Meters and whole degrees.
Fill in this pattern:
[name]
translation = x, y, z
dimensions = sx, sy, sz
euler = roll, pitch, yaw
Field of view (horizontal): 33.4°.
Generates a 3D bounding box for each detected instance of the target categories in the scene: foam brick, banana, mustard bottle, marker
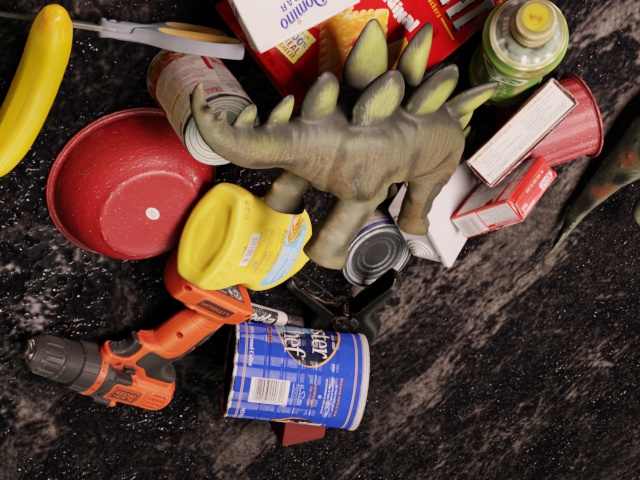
[foam brick]
translation = -0.031, 0.184, 1.203
dimensions = 0.052, 0.078, 0.051
euler = -9, 130, -24
[banana]
translation = -0.233, -0.115, 0.853
dimensions = 0.037, 0.069, 0.198
euler = 25, 123, -14
[mustard bottle]
translation = -0.057, 0.001, 1.027
dimensions = 0.191, 0.058, 0.096
euler = 8, 108, -63
[marker]
translation = -0.065, 0.078, 1.141
dimensions = 0.120, 0.020, 0.020
euler = 19, 114, -38

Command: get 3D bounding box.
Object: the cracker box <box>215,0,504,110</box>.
[cracker box]
translation = 0.041, -0.205, 0.937
dimensions = 0.214, 0.072, 0.164
euler = -38, 135, 2

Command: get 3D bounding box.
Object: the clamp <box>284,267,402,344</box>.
[clamp]
translation = 0.035, 0.076, 1.151
dimensions = 0.120, 0.039, 0.171
euler = 1, 150, 13

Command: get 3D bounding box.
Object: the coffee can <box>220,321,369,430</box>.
[coffee can]
translation = -0.028, 0.142, 1.125
dimensions = 0.140, 0.103, 0.103
euler = 7, 123, -9

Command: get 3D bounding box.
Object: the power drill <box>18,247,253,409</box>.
[power drill]
translation = -0.174, 0.089, 1.045
dimensions = 0.188, 0.057, 0.184
euler = -40, 142, 21

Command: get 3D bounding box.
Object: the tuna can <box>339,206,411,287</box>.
[tuna can]
translation = 0.054, 0.008, 1.141
dimensions = 0.086, 0.034, 0.086
euler = -15, 131, -18

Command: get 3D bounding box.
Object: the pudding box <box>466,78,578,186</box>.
[pudding box]
translation = 0.191, -0.099, 1.016
dimensions = 0.113, 0.039, 0.090
euler = -46, 175, 9

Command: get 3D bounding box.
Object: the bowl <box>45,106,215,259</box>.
[bowl]
translation = -0.162, -0.038, 0.968
dimensions = 0.162, 0.055, 0.162
euler = -16, 131, -19

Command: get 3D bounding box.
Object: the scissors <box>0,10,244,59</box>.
[scissors]
translation = -0.160, -0.175, 0.876
dimensions = 0.201, 0.096, 0.016
euler = 10, 107, 0

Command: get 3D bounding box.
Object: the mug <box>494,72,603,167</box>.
[mug]
translation = 0.232, -0.115, 1.116
dimensions = 0.081, 0.093, 0.117
euler = -20, 169, -9

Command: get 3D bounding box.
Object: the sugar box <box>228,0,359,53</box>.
[sugar box]
translation = -0.049, -0.244, 0.824
dimensions = 0.093, 0.048, 0.176
euler = -28, 108, -4

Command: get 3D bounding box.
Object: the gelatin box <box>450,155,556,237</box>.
[gelatin box]
translation = 0.185, -0.043, 1.073
dimensions = 0.030, 0.089, 0.073
euler = 50, 57, -14

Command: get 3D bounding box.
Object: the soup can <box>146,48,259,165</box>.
[soup can]
translation = -0.100, -0.118, 0.906
dimensions = 0.068, 0.102, 0.068
euler = -16, 131, -19
